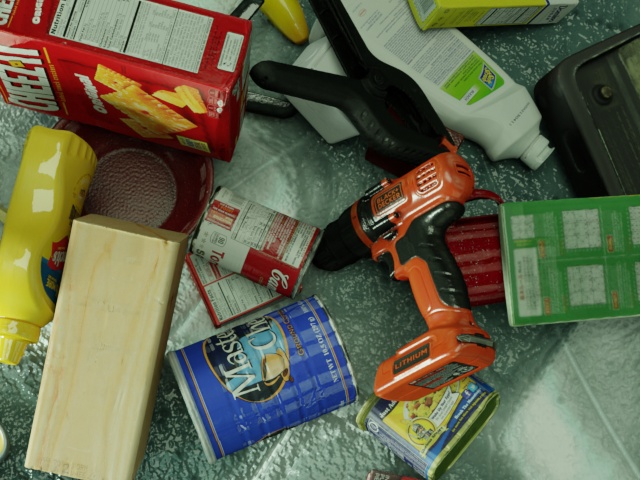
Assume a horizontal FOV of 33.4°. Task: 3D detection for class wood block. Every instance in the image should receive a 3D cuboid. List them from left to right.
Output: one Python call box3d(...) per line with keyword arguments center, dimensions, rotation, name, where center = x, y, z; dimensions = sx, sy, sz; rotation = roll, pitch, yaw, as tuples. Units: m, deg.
box3d(center=(-0.177, 0.089, 0.900), dimensions=(0.090, 0.091, 0.206), rotation=(12, 94, -3), name="wood block")

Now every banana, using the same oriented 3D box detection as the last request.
box3d(center=(-0.093, -0.260, 1.057), dimensions=(0.198, 0.037, 0.070), rotation=(22, 97, 3), name="banana")

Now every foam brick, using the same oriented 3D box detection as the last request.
box3d(center=(0.088, -0.088, 1.017), dimensions=(0.078, 0.051, 0.053), rotation=(30, 76, 4), name="foam brick")

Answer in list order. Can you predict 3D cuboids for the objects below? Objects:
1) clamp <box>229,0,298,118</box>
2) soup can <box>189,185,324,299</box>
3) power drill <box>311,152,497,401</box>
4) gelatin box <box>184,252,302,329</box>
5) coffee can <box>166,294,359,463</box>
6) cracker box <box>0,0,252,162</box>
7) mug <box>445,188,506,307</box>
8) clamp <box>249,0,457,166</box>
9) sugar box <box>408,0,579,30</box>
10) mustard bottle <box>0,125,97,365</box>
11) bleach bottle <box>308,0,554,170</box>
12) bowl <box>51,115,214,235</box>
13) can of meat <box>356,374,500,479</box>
box3d(center=(-0.106, -0.146, 1.023), dimensions=(0.171, 0.039, 0.120), rotation=(-28, 89, -3), name="clamp")
box3d(center=(-0.056, 0.001, 0.943), dimensions=(0.102, 0.068, 0.068), rotation=(24, 75, 1), name="soup can")
box3d(center=(0.068, 0.038, 0.918), dimensions=(0.057, 0.185, 0.187), rotation=(13, 56, -41), name="power drill")
box3d(center=(-0.071, 0.031, 0.986), dimensions=(0.089, 0.030, 0.073), rotation=(-24, 80, -10), name="gelatin box")
box3d(center=(-0.050, 0.119, 0.928), dimensions=(0.140, 0.103, 0.103), rotation=(-21, 78, -10), name="coffee can")
box3d(center=(-0.169, -0.145, 0.895), dimensions=(0.213, 0.164, 0.072), rotation=(14, 73, -2), name="cracker box")
box3d(center=(0.141, 0.008, 0.971), dimensions=(0.081, 0.093, 0.117), rotation=(-7, 113, -11), name="mug")
box3d(center=(0.034, -0.130, 0.937), dimensions=(0.210, 0.036, 0.164), rotation=(43, 45, -13), name="clamp")
box3d(center=(0.161, -0.257, 1.036), dimensions=(0.175, 0.048, 0.093), rotation=(-11, 74, -28), name="sugar box")
box3d(center=(-0.236, 0.008, 0.886), dimensions=(0.058, 0.096, 0.191), rotation=(11, 75, 0), name="mustard bottle")
box3d(center=(0.115, -0.153, 1.030), dimensions=(0.251, 0.068, 0.102), rotation=(40, 72, 4), name="bleach bottle")
box3d(center=(-0.178, -0.052, 0.985), dimensions=(0.162, 0.055, 0.162), rotation=(1, 76, -4), name="bowl")
box3d(center=(0.097, 0.150, 0.943), dimensions=(0.084, 0.057, 0.102), rotation=(36, 75, 24), name="can of meat")
